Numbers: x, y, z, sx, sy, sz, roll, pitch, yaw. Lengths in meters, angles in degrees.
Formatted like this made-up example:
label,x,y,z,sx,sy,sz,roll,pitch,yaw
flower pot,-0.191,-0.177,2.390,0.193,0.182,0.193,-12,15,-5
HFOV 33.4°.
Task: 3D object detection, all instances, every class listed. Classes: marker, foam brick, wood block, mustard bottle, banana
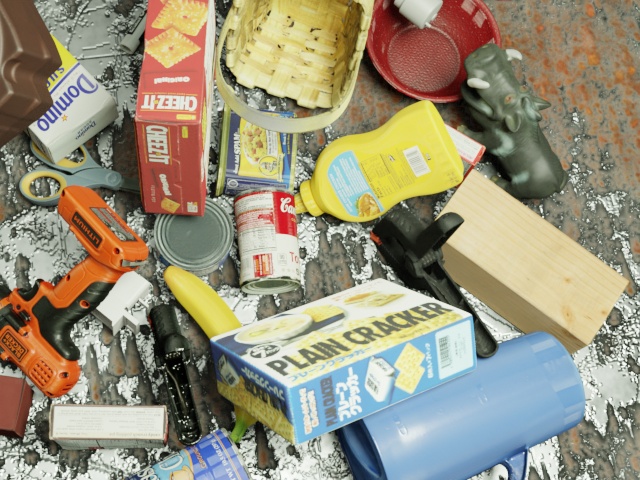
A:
label,x,y,z,sx,sy,sz,roll,pitch,yaw
marker,-0.195,-0.269,1.243,0.020,0.020,0.121,29,71,2
foam brick,-0.320,0.165,1.062,0.051,0.078,0.053,10,72,-6
wood block,0.216,0.027,1.167,0.206,0.091,0.090,36,72,5
mustard bottle,0.052,-0.072,1.163,0.192,0.058,0.096,-23,112,19
banana,-0.101,0.111,1.117,0.037,0.069,0.198,-34,74,29

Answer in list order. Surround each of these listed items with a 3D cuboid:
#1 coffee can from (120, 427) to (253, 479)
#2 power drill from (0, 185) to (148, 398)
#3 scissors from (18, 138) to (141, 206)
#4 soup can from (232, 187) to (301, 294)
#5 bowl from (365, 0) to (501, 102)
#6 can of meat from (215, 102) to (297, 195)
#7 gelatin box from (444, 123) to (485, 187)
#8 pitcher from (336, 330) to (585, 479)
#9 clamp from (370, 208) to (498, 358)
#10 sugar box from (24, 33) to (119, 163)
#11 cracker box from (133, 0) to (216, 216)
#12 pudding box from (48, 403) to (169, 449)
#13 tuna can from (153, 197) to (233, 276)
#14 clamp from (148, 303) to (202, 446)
label,x,y,z,sx,sy,sz,roll,pitch,yaw
coffee can,-0.136,0.260,1.043,0.140,0.103,0.103,-25,78,-14
power drill,-0.276,0.037,1.080,0.184,0.057,0.188,43,106,13
scissors,-0.241,-0.053,1.154,0.202,0.016,0.096,30,73,14
soup can,-0.058,0.001,1.152,0.068,0.068,0.102,-3,74,-8
bowl,0.127,-0.225,1.252,0.162,0.055,0.162,2,73,-7
can of meat,-0.071,-0.098,1.187,0.084,0.057,0.102,5,72,-8
gelatin box,0.134,-0.103,1.206,0.089,0.073,0.030,30,70,3
pitcher,0.148,0.190,1.091,0.242,0.145,0.149,-19,110,-16
clamp,0.108,0.012,1.109,0.036,0.164,0.210,-25,33,-15
sugar box,-0.313,-0.177,1.174,0.093,0.048,0.176,-41,72,-17
cracker box,-0.150,-0.158,1.114,0.072,0.164,0.213,2,58,-3
pudding box,-0.208,0.185,1.063,0.113,0.090,0.039,0,73,-7
tuna can,-0.138,-0.004,1.161,0.086,0.034,0.086,2,73,-7
clamp,-0.148,0.108,1.065,0.039,0.120,0.171,-7,35,-18
